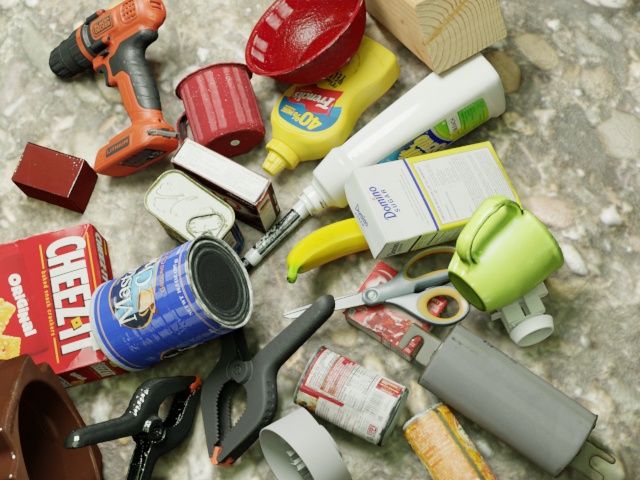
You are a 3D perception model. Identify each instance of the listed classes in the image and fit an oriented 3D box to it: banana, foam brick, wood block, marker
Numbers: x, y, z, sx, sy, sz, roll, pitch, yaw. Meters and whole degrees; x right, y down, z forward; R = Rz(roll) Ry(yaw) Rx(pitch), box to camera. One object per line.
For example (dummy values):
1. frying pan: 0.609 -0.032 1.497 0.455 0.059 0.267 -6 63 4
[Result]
1. banana: 0.041 0.003 1.161 0.197 0.037 0.070 -19 43 -19
2. foam brick: -0.306 -0.073 1.234 0.078 0.053 0.051 18 74 12
3. wood block: 0.110 -0.281 1.189 0.091 0.090 0.206 -29 39 -4
4. marker: -0.058 0.001 1.197 0.020 0.020 0.121 42 81 18

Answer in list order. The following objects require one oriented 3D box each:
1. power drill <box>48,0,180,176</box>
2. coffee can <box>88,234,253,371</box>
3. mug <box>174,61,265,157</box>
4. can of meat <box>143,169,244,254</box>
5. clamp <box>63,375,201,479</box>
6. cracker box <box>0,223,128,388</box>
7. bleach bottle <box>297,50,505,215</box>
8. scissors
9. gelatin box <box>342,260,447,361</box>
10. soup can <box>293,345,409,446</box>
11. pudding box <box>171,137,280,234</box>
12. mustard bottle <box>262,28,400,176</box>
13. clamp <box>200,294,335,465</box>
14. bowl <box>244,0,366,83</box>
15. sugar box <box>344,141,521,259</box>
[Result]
1. power drill: -0.240 -0.173 1.235 0.185 0.057 0.187 -22 77 37
2. coffee can: -0.156 0.067 1.112 0.141 0.102 0.103 -25 67 29
3. mug: -0.120 -0.141 1.224 0.117 0.093 0.081 -27 72 29
4. can of meat: -0.136 -0.021 1.179 0.102 0.084 0.057 34 78 16
5. clamp: -0.179 0.207 1.102 0.039 0.120 0.171 5 30 41
6. cracker box: -0.333 0.087 1.171 0.213 0.072 0.164 -14 70 1
7. bleach bottle: 0.086 -0.109 1.186 0.251 0.102 0.068 -36 68 0
8. scissors: 0.069 0.073 1.125 0.201 0.016 0.096 -27 69 -4
9. gelatin box: 0.080 0.075 1.149 0.089 0.030 0.073 32 77 16
10. soup can: 0.032 0.161 1.105 0.102 0.068 0.068 25 75 14
11. pudding box: -0.104 -0.060 1.186 0.113 0.090 0.039 26 75 14
12. mustard bottle: 0.000 -0.150 1.221 0.096 0.058 0.191 33 78 29
13. clamp: -0.068 0.134 1.117 0.165 0.036 0.210 5 80 36
14. bowl: -0.006 -0.230 1.201 0.162 0.055 0.162 -25 41 24
15. sugar box: 0.121 -0.044 1.144 0.176 0.048 0.093 -14 66 -22
